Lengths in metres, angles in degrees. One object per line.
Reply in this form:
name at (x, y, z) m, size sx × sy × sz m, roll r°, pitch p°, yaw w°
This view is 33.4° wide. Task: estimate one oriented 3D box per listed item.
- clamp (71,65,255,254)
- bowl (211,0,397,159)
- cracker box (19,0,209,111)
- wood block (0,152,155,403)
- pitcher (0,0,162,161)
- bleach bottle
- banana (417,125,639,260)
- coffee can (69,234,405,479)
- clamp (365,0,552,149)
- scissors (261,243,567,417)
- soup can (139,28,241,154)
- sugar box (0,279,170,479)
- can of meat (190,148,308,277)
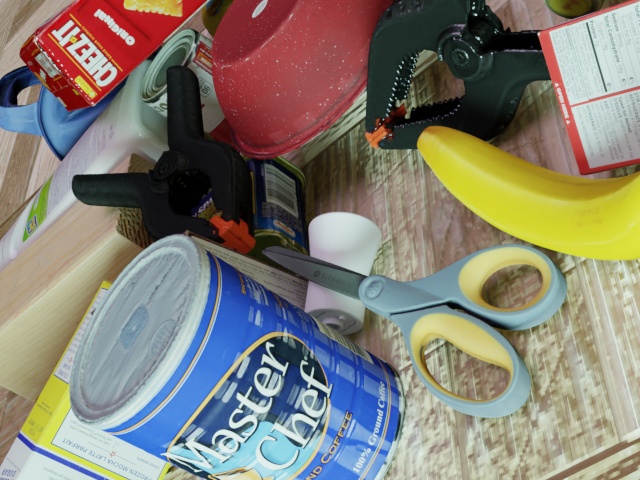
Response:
clamp at (-0.103, -0.036, 0.708) m, size 0.120 × 0.039 × 0.172 m, roll -47°, pitch 44°, yaw 11°
bowl at (-0.021, -0.135, 0.698) m, size 0.162 × 0.055 × 0.162 m, roll -33°, pitch 38°, yaw 29°
cracker box at (-0.133, -0.197, 0.834) m, size 0.213 × 0.072 × 0.164 m, roll -44°, pitch 16°, yaw -10°
wood block at (-0.180, 0.037, 0.835) m, size 0.206 × 0.090 × 0.090 m, roll -36°, pitch 35°, yaw 31°
pitcher at (-0.218, -0.160, 1.036) m, size 0.145 × 0.149 × 0.243 m, roll -50°, pitch 27°, yaw 11°
bleach bottle at (-0.201, -0.037, 0.899) m, size 0.251 × 0.068 × 0.102 m, roll -38°, pitch 33°, yaw 32°
banana at (0.113, -0.025, 0.500) m, size 0.037 × 0.069 × 0.198 m, roll -26°, pitch 15°, yaw -22°
coffee can at (-0.041, 0.075, 0.547) m, size 0.103 × 0.140 × 0.103 m, roll -36°, pitch 35°, yaw 31°
clamp at (0.080, -0.117, 0.577) m, size 0.036 × 0.164 × 0.210 m, roll -45°, pitch 9°, yaw -38°
scissors at (0.048, 0.017, 0.561) m, size 0.096 × 0.016 × 0.202 m, roll -48°, pitch 43°, yaw -1°
soup can at (-0.078, -0.106, 0.816) m, size 0.069 × 0.102 × 0.068 m, roll -36°, pitch 36°, yaw 31°
sugar box at (-0.140, 0.124, 0.690) m, size 0.048 × 0.093 × 0.176 m, roll 14°, pitch 72°, yaw 59°
can of meat at (-0.055, 0.001, 0.724) m, size 0.102 × 0.057 × 0.084 m, roll -39°, pitch 35°, yaw 27°
